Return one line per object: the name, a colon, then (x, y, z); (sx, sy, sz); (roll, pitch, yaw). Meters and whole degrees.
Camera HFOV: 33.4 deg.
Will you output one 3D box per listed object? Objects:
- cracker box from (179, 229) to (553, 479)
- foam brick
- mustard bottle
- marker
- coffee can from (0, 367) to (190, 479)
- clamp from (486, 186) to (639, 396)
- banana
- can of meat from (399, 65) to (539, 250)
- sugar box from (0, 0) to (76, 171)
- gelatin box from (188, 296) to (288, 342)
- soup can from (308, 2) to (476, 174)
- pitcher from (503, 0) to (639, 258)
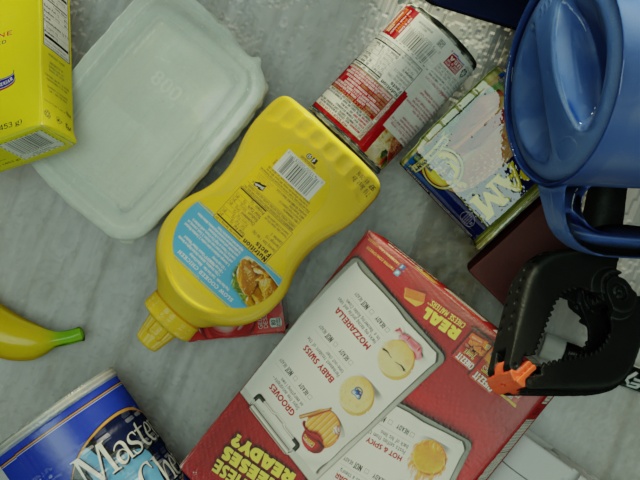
cracker box: (0.034, 0.127, 0.731); (0.164, 0.072, 0.214); (40, 95, 22)
foam brick: (0.148, 0.011, 0.745); (0.078, 0.051, 0.053); (-43, 89, 5)
mustard bottle: (-0.055, 0.001, 0.728); (0.096, 0.058, 0.191); (43, 91, 0)
marker: (0.214, 0.095, 0.757); (0.121, 0.020, 0.020); (20, 93, 4)
coffee can: (-0.149, 0.175, 0.750); (0.103, 0.103, 0.140); (-36, 89, 5)
clamp: (0.189, 0.042, 0.682); (0.164, 0.036, 0.209); (49, 60, -1)
banana: (-0.264, 0.024, 0.792); (0.069, 0.037, 0.198); (-44, 89, -15)
can of meat: (0.118, -0.058, 0.744); (0.102, 0.057, 0.084); (-44, 85, 4)
sugar box: (-0.221, -0.137, 0.739); (0.093, 0.048, 0.176); (-15, 70, 18)
gelatin box: (-0.064, 0.026, 0.774); (0.073, 0.030, 0.089); (-6, 91, 5)
soup can: (0.050, -0.106, 0.742); (0.068, 0.068, 0.102); (43, 94, 3)
pitcher: (0.246, -0.079, 0.668); (0.242, 0.149, 0.145); (5, 50, -18)
